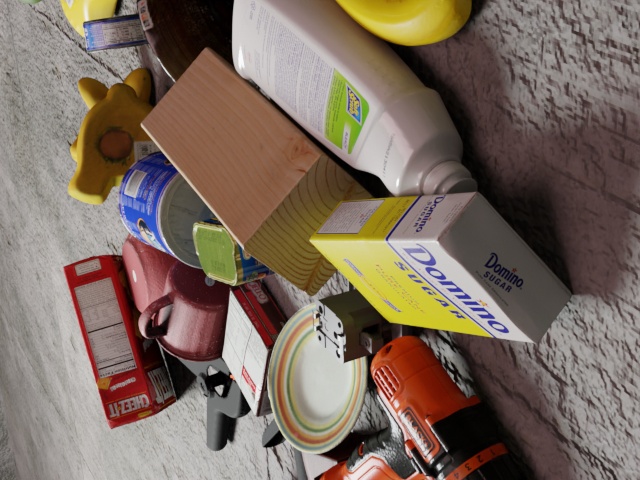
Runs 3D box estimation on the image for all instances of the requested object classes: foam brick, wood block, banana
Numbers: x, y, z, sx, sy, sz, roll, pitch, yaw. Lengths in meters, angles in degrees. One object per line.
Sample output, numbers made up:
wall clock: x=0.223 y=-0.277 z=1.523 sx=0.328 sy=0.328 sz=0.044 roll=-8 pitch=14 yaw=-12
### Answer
foam brick: x=0.026 y=0.200 z=0.918 sx=0.078 sy=0.052 sz=0.051 roll=-7 pitch=98 yaw=67
wood block: x=-0.050 y=-0.060 z=0.850 sx=0.090 sy=0.091 sz=0.206 roll=38 pitch=-174 yaw=-43
banana: x=0.044 y=-0.167 z=0.695 sx=0.198 sy=0.037 sz=0.070 roll=35 pitch=115 yaw=53

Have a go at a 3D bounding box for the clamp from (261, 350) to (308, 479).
clamp: x=-0.025 y=0.169 z=1.026 sx=0.120 sy=0.039 sz=0.171 roll=33 pitch=127 yaw=50

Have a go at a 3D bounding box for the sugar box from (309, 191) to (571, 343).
sugar box: x=0.069 y=0.016 z=0.684 sx=0.093 sy=0.048 sz=0.176 roll=45 pitch=165 yaw=-18

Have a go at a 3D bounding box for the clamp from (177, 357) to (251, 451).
clamp: x=-0.125 y=0.152 z=1.221 sx=0.164 sy=0.036 sz=0.210 roll=61 pitch=152 yaw=7

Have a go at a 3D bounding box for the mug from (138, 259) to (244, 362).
mug: x=-0.136 y=0.069 z=1.117 sx=0.093 sy=0.117 sz=0.082 roll=55 pitch=144 yaw=33

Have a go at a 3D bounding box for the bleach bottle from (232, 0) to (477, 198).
bleach bottle: x=0.023 y=-0.098 z=0.746 sx=0.251 sy=0.068 sz=0.103 roll=51 pitch=150 yaw=37

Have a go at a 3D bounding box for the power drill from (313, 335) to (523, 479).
power drill: x=0.075 y=0.186 z=0.776 sx=0.184 sy=0.057 sz=0.188 roll=57 pitch=140 yaw=25

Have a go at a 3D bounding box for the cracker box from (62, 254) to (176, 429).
cracker box: x=-0.257 y=0.127 z=1.399 sx=0.164 sy=0.072 sz=0.214 roll=59 pitch=-166 yaw=-87

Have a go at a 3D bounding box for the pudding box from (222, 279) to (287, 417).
pudding box: x=-0.062 y=0.109 z=1.071 sx=0.090 sy=0.039 sz=0.114 roll=56 pitch=148 yaw=37

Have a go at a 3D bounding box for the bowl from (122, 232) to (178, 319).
bowl: x=-0.203 y=0.039 z=1.311 sx=0.162 sy=0.055 sz=0.162 roll=43 pitch=140 yaw=50

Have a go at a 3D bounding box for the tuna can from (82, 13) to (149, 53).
tuna can: x=-0.209 y=-0.222 z=1.139 sx=0.086 sy=0.086 sz=0.034 roll=16 pitch=117 yaw=62

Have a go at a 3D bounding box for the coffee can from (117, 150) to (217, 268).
coffee can: x=-0.133 y=-0.033 z=1.063 sx=0.140 sy=0.102 sz=0.103 roll=18 pitch=120 yaw=62

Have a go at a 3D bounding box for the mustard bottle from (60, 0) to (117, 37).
mustard bottle: x=-0.256 y=-0.317 z=1.218 sx=0.192 sy=0.058 sz=0.096 roll=-42 pitch=64 yaw=63

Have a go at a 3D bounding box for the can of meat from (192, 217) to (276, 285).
can of meat: x=-0.056 y=0.001 z=0.941 sx=0.102 sy=0.083 sz=0.057 roll=10 pitch=112 yaw=63
